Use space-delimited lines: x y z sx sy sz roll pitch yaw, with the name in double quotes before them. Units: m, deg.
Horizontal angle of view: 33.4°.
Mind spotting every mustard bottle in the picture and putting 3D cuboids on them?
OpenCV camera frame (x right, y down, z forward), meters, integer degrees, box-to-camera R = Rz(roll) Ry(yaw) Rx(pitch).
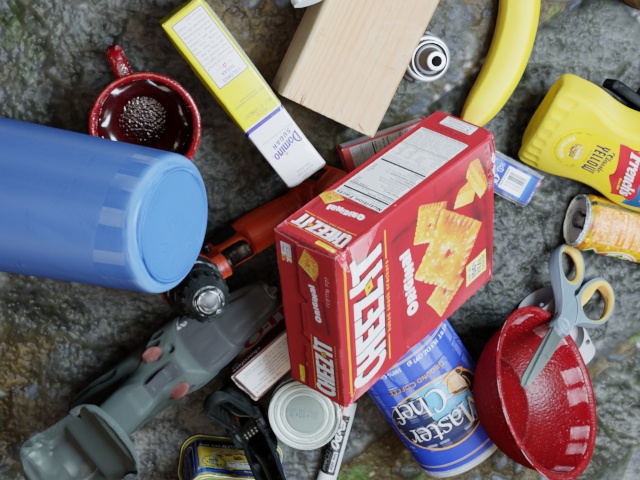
"mustard bottle" 0.287 -0.076 0.984 0.191 0.058 0.096 25 136 -1

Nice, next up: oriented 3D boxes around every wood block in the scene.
"wood block" 0.044 -0.205 0.928 0.090 0.090 0.206 24 99 -13

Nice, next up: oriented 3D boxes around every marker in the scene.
"marker" 0.020 0.188 1.056 0.020 0.020 0.121 13 101 -12

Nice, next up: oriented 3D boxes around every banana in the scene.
"banana" 0.166 -0.198 0.977 0.069 0.037 0.198 0 104 -8

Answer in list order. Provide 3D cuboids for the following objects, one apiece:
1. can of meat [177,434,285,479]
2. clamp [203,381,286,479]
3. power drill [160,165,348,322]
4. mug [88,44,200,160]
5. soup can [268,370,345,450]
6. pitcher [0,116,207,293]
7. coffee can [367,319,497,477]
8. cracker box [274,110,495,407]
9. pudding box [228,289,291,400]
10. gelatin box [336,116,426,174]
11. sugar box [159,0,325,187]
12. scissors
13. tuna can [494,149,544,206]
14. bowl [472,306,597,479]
"can of meat" -0.082 0.230 1.017 0.102 0.084 0.057 8 102 -11
"clamp" -0.060 0.179 0.959 0.039 0.171 0.120 -26 90 2
"power drill" -0.056 0.001 0.923 0.187 0.185 0.057 -28 107 -12
"mug" -0.157 -0.113 0.921 0.093 0.081 0.117 -25 107 -3
"soup can" -0.008 0.146 0.991 0.068 0.102 0.068 1 100 7
"pitcher" -0.213 -0.025 0.858 0.243 0.149 0.145 10 107 25
"coffee can" 0.103 0.139 1.015 0.103 0.103 0.140 -34 106 0
"cracker box" 0.063 0.013 0.901 0.213 0.072 0.164 -37 137 -35
"pudding box" -0.036 0.084 0.985 0.113 0.090 0.039 -44 107 3
"gelatin box" 0.068 -0.068 0.997 0.089 0.030 0.073 -20 105 -4
"sugar box" -0.069 -0.129 0.926 0.048 0.093 0.176 -35 106 1
"scissors" 0.218 0.061 0.997 0.016 0.201 0.096 -30 83 42
"tuna can" 0.160 -0.065 0.983 0.086 0.086 0.034 26 100 -15
"bowl" 0.189 0.144 0.984 0.055 0.161 0.162 -21 112 40
